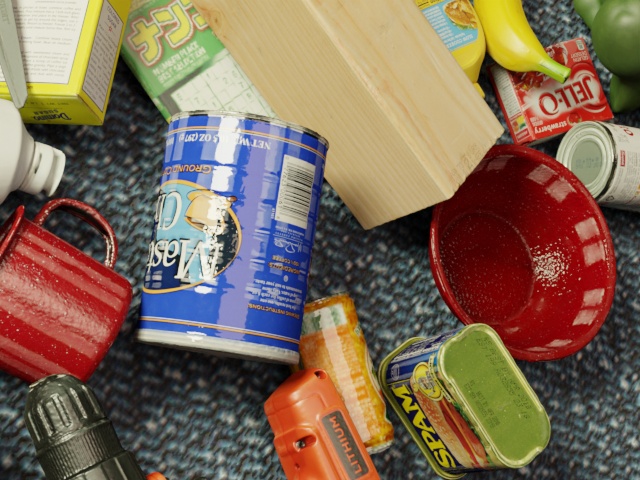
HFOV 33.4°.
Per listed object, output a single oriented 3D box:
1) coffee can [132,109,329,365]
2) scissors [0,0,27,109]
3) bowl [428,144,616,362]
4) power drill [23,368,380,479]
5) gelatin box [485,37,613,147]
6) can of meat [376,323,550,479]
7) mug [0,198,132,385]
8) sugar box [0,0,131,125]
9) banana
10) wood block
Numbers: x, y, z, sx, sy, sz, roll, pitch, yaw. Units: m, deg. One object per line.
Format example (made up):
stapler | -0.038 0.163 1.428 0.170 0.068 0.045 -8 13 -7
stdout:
coffee can | -0.054 0.001 0.663 0.102 0.103 0.140 12 81 -22
scissors | -0.186 -0.180 0.651 0.096 0.016 0.202 -26 78 -22
bowl | 0.138 0.013 0.787 0.161 0.055 0.162 7 72 -25
power drill | -0.061 0.139 0.611 0.187 0.057 0.184 -20 82 -40
gelatin box | 0.186 -0.119 0.861 0.089 0.030 0.073 -16 83 -27
can of meat | 0.098 0.110 0.727 0.057 0.084 0.102 -34 92 -28
mug | -0.160 0.030 0.628 0.081 0.093 0.117 33 59 -19
sugar box | -0.168 -0.161 0.678 0.093 0.048 0.176 4 68 15
banana | 0.156 -0.198 0.852 0.069 0.037 0.197 12 55 -11
wood block | 0.020 -0.121 0.728 0.206 0.091 0.090 52 52 -13
